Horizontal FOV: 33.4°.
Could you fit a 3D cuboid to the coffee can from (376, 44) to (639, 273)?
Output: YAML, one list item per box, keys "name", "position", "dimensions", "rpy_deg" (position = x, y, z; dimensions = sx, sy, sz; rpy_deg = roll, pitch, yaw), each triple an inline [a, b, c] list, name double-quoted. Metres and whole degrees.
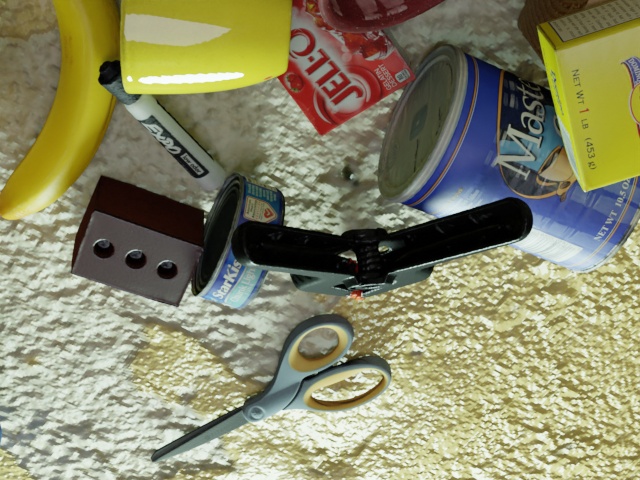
- name: "coffee can"
  position: [0.121, -0.050, 0.674]
  dimensions: [0.140, 0.103, 0.103]
  rpy_deg: [20, 118, -16]

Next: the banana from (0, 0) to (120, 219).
- name: "banana"
  position: [-0.161, -0.093, 0.669]
  dimensions: [0.069, 0.037, 0.198]
  rpy_deg: [18, 119, 7]

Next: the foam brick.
- name: "foam brick"
  position: [-0.122, 0.000, 0.716]
  dimensions: [0.078, 0.051, 0.053]
  rpy_deg: [19, 118, -15]

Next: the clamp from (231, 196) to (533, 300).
- name: "clamp"
  position: [0.039, 0.010, 0.661]
  dimensions: [0.164, 0.210, 0.036]
  rpy_deg: [-5, 80, 3]

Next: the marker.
- name: "marker"
  position: [-0.099, -0.072, 0.672]
  dimensions: [0.020, 0.020, 0.121]
  rpy_deg: [-29, 137, 13]

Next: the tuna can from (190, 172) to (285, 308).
- name: "tuna can"
  position: [-0.055, 0.001, 0.702]
  dimensions: [0.033, 0.086, 0.086]
  rpy_deg: [19, 118, -17]

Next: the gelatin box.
- name: "gelatin box"
  position: [0.006, -0.119, 0.666]
  dimensions: [0.073, 0.030, 0.089]
  rpy_deg: [-30, 118, 14]

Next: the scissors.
- name: "scissors"
  position: [-0.047, 0.111, 0.811]
  dimensions: [0.202, 0.016, 0.096]
  rpy_deg: [-14, 120, 4]
